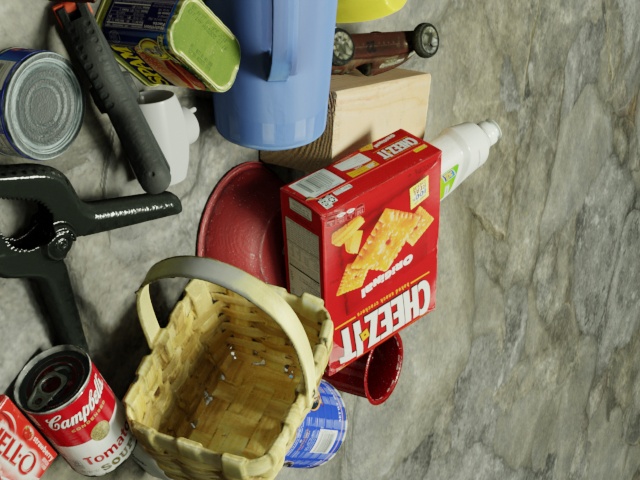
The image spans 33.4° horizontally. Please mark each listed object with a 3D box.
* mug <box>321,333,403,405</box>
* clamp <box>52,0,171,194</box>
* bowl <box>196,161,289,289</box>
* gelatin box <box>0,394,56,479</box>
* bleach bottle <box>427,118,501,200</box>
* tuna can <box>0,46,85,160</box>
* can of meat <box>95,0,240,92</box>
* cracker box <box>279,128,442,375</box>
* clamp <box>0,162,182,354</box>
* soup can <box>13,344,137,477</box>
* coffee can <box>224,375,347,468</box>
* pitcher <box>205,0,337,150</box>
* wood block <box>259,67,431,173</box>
[{"bbox_3d":[0.041,0.133,1.281,0.093,0.082,0.117,-40,132,-46],"label":"mug"},{"bbox_3d":[-0.164,-0.113,0.867,0.039,0.120,0.171,-24,91,-10],"label":"clamp"},{"bbox_3d":[-0.057,0.001,1.105,0.161,0.055,0.162,-26,122,-53],"label":"bowl"},{"bbox_3d":[-0.260,0.174,0.853,0.073,0.030,0.089,-57,143,-32],"label":"gelatin box"},{"bbox_3d":[0.106,-0.059,1.227,0.250,0.068,0.102,-35,158,-17],"label":"bleach bottle"},{"bbox_3d":[-0.222,-0.105,0.822,0.086,0.034,0.086,-25,120,-53],"label":"tuna can"},{"bbox_3d":[-0.127,-0.169,0.908,0.102,0.084,0.057,39,67,-56],"label":"can of meat"},{"bbox_3d":[0.046,0.014,1.107,0.164,0.072,0.214,-28,134,-30],"label":"cracker box"},{"bbox_3d":[-0.207,-0.010,0.855,0.164,0.036,0.209,-54,141,-9],"label":"clamp"},{"bbox_3d":[-0.204,0.145,0.899,0.068,0.069,0.102,-58,143,-31],"label":"soup can"},{"bbox_3d":[-0.048,0.189,1.133,0.140,0.103,0.103,22,81,-59],"label":"coffee can"},{"bbox_3d":[-0.044,-0.205,0.969,0.149,0.145,0.243,-33,134,-46],"label":"pitcher"},{"bbox_3d":[0.031,-0.137,1.166,0.205,0.091,0.090,-22,121,-55],"label":"wood block"}]
